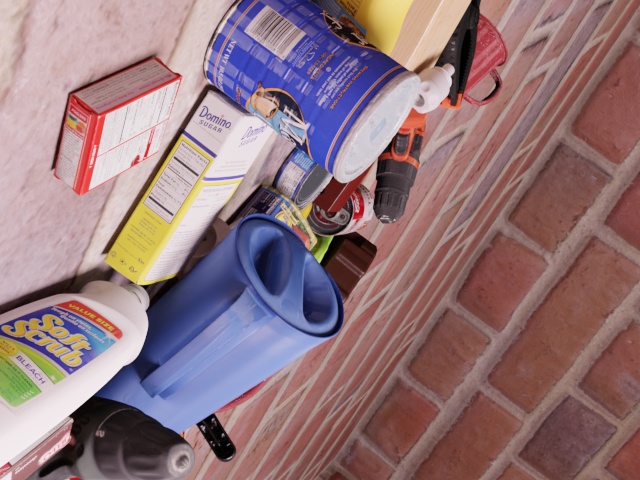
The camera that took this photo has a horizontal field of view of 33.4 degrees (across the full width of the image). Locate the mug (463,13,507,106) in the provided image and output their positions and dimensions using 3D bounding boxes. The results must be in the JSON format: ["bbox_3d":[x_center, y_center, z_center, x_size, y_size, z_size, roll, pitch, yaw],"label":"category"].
[{"bbox_3d":[0.175,-0.217,1.311,0.081,0.117,0.093,-44,-165,-14],"label":"mug"}]

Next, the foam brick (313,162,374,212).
[{"bbox_3d":[0.017,-0.078,1.259,0.078,0.053,0.051,-55,167,11],"label":"foam brick"}]

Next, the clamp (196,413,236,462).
[{"bbox_3d":[-0.147,0.201,1.281,0.039,0.120,0.172,-22,-175,-13],"label":"clamp"}]

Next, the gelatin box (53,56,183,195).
[{"bbox_3d":[-0.142,-0.082,0.749,0.089,0.030,0.073,-39,160,-46],"label":"gelatin box"}]

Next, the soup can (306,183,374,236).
[{"bbox_3d":[0.024,-0.042,1.346,0.068,0.068,0.102,-55,167,14],"label":"soup can"}]

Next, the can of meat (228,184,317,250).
[{"bbox_3d":[-0.058,0.002,1.157,0.084,0.058,0.102,-51,144,-16],"label":"can of meat"}]

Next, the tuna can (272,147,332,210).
[{"bbox_3d":[-0.015,-0.077,1.193,0.086,0.034,0.086,-48,166,-16],"label":"tuna can"}]

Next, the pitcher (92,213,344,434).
[{"bbox_3d":[-0.109,0.096,0.994,0.243,0.145,0.149,-39,136,27],"label":"pitcher"}]

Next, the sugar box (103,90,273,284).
[{"bbox_3d":[-0.110,-0.046,0.924,0.176,0.048,0.093,-58,168,13],"label":"sugar box"}]

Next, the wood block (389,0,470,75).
[{"bbox_3d":[0.069,-0.203,1.017,0.090,0.091,0.206,-35,158,-54],"label":"wood block"}]

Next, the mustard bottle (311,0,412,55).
[{"bbox_3d":[0.033,-0.197,0.895,0.058,0.096,0.192,-7,140,-38],"label":"mustard bottle"}]

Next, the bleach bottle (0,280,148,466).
[{"bbox_3d":[-0.215,0.086,0.836,0.068,0.102,0.250,-55,174,28],"label":"bleach bottle"}]

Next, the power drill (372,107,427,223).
[{"bbox_3d":[0.096,-0.130,1.262,0.188,0.057,0.184,91,10,-70],"label":"power drill"}]

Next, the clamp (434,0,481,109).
[{"bbox_3d":[0.150,-0.250,1.153,0.164,0.036,0.210,1,100,-69],"label":"clamp"}]

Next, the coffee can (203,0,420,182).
[{"bbox_3d":[-0.007,-0.127,0.845,0.102,0.140,0.103,-48,166,-16],"label":"coffee can"}]
